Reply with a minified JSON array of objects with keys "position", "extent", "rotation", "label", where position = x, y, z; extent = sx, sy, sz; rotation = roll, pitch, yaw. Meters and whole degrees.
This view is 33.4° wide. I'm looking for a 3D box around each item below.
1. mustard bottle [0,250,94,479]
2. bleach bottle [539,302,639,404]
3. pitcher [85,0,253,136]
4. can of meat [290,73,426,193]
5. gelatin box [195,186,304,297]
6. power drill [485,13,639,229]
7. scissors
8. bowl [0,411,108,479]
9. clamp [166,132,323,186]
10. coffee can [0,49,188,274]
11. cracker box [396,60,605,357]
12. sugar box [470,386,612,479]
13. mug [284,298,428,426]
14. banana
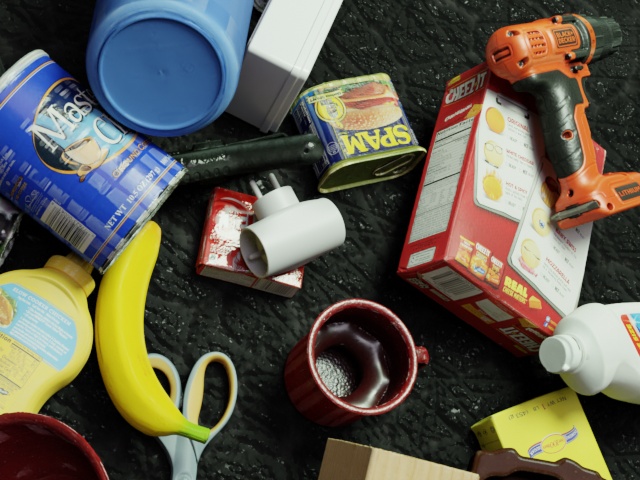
[{"position":[-0.225,0.080,0.787],"extent":[0.096,0.058,0.191],"rotation":[32,61,-1],"label":"mustard bottle"},{"position":[0.284,0.105,0.932],"extent":[0.250,0.068,0.102],"rotation":[3,68,-39],"label":"bleach bottle"},{"position":[-0.116,-0.193,0.833],"extent":[0.149,0.145,0.243],"rotation":[35,26,-24],"label":"pitcher"},{"position":[0.032,-0.098,0.963],"extent":[0.101,0.058,0.084],"rotation":[-13,72,-26],"label":"can of meat"},{"position":[-0.056,0.001,0.902],"extent":[0.089,0.030,0.073],"rotation":[15,64,-15],"label":"gelatin box"},{"position":[0.236,-0.113,0.958],"extent":[0.184,0.057,0.187],"rotation":[-17,85,-41],"label":"power drill"},{"position":[-0.121,0.172,0.816],"extent":[0.096,0.016,0.201],"rotation":[23,63,-10],"label":"scissors"},{"position":[-0.189,0.195,0.692],"extent":[0.162,0.055,0.162],"rotation":[-6,72,20],"label":"bowl"},{"position":[-0.082,-0.065,0.876],"extent":[0.171,0.120,0.039],"rotation":[-15,94,-22],"label":"clamp"},{"position":[-0.185,-0.058,0.794],"extent":[0.140,0.103,0.102],"rotation":[39,61,-6],"label":"coffee can"},{"position":[0.166,-0.027,0.957],"extent":[0.164,0.072,0.213],"rotation":[33,58,-28],"label":"cracker box"},{"position":[0.205,0.222,0.906],"extent":[0.093,0.048,0.176],"rotation":[-16,74,-25],"label":"sugar box"},{"position":[0.031,0.102,0.865],"extent":[0.117,0.082,0.093],"rotation":[-6,71,-23],"label":"mug"},{"position":[-0.141,0.072,0.826],"extent":[0.069,0.037,0.198],"rotation":[-1,59,-29],"label":"banana"}]
